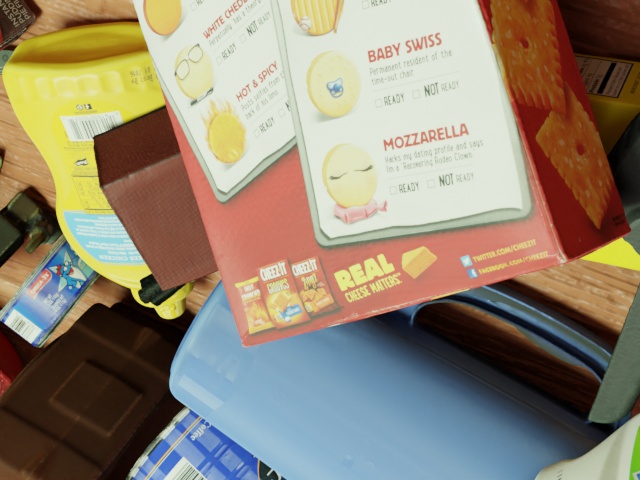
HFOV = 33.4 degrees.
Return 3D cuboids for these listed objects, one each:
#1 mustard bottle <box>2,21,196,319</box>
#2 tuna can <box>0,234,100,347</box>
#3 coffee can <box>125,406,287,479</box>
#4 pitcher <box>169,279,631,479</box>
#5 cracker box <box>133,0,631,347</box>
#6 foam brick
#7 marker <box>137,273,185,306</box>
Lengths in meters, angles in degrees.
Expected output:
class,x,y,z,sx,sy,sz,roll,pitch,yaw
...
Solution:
class,x,y,z,sx,sy,sz,roll,pitch,yaw
mustard bottle,-0.109,-0.029,0.621,0.096,0.058,0.191,-4,128,9
tuna can,-0.167,0.027,0.688,0.033,0.086,0.086,39,136,-8
coffee can,-0.039,0.166,0.683,0.140,0.102,0.103,42,137,8
pitcher,0.045,0.096,0.608,0.243,0.149,0.145,32,152,6
cracker box,0.013,-0.078,0.444,0.164,0.071,0.214,-19,88,39
foam brick,-0.078,-0.023,0.560,0.051,0.053,0.078,-24,128,1
marker,-0.054,0.001,0.604,0.121,0.020,0.020,-33,110,12
